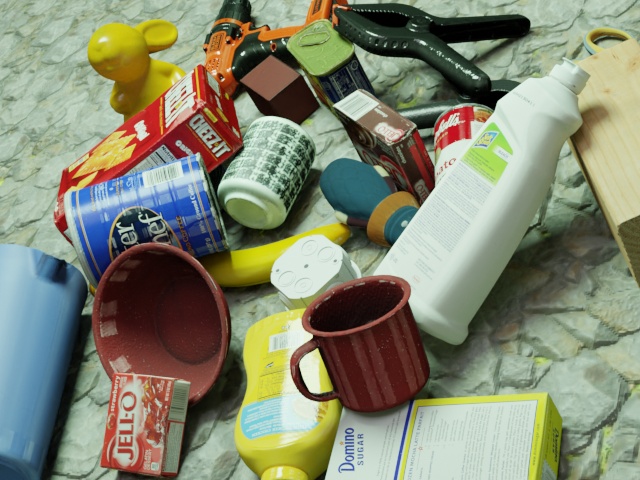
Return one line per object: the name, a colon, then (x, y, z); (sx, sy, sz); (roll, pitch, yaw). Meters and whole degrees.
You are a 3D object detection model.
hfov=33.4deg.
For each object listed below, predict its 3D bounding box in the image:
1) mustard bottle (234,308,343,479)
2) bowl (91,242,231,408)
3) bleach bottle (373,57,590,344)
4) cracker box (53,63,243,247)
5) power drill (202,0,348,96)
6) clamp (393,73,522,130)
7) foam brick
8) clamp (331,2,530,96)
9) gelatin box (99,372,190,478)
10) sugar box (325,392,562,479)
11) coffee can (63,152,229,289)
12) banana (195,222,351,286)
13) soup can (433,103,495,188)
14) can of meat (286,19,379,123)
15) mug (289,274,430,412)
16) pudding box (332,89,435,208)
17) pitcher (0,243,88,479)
mustard bottle: (-0.025, 0.149, 0.915); (0.096, 0.058, 0.191); (-11, 45, 16)
bowl: (-0.141, 0.081, 1.024); (0.162, 0.055, 0.162); (2, 94, 30)
bleach bottle: (0.150, -0.040, 0.911); (0.251, 0.068, 0.103); (-56, 40, 10)
cracker box: (-0.194, -0.091, 1.187); (0.214, 0.072, 0.164); (-37, 24, 9)
power drill: (-0.059, -0.267, 1.350); (0.188, 0.057, 0.184); (-14, 48, 25)
clamp: (0.147, -0.135, 1.097); (0.120, 0.039, 0.172); (-46, 42, -17)
foam brick: (-0.048, -0.173, 1.251); (0.051, 0.053, 0.078); (-40, 41, -8)
clamp: (0.115, -0.222, 1.141); (0.210, 0.036, 0.164); (21, 40, 23)
gelatin box: (-0.162, 0.169, 0.980); (0.073, 0.030, 0.089); (1, 78, 32)
sugar box: (0.094, 0.171, 0.829); (0.176, 0.048, 0.093); (-9, 45, 31)
coffee can: (-0.173, -0.020, 1.072); (0.140, 0.103, 0.103); (-17, 41, -2)
banana: (-0.065, 0.016, 1.088); (0.198, 0.037, 0.069); (-6, 48, 28)
soup can: (0.143, -0.072, 1.017); (0.069, 0.068, 0.102); (-15, 43, 20)
can of meat: (0.016, -0.188, 1.201); (0.057, 0.084, 0.102); (-35, 41, -2)
mug: (0.030, 0.091, 0.866); (0.117, 0.081, 0.093); (-27, 22, -17)
pudding box: (0.069, -0.093, 1.069); (0.039, 0.090, 0.114); (-36, 39, -7)
pitcher: (-0.322, 0.139, 1.078); (0.145, 0.149, 0.243); (-6, 49, 8)
